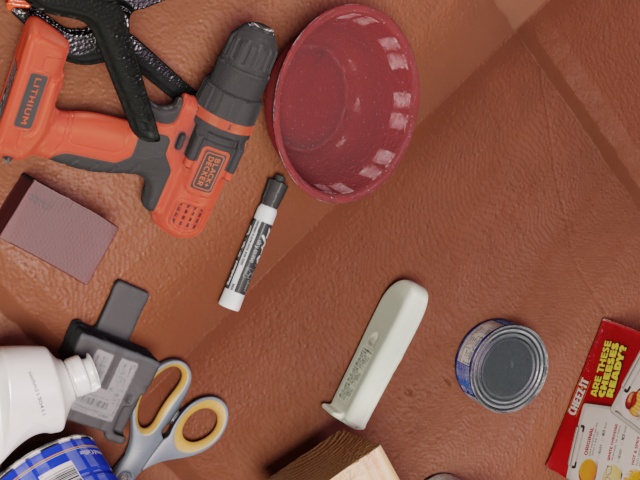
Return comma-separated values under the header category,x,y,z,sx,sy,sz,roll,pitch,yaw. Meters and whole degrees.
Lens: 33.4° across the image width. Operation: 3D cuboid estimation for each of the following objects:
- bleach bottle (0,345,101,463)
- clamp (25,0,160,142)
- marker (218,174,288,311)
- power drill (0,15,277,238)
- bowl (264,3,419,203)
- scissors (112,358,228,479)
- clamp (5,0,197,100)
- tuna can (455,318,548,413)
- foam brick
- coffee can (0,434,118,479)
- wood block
category,x,y,z,sx,sy,sz,roll,pitch,yaw
bleach bottle,-0.280,0.147,0.769,0.250,0.068,0.102,-20,108,-20
clamp,-0.134,-0.186,0.723,0.164,0.036,0.209,-47,123,2
marker,-0.056,0.001,0.907,0.020,0.020,0.121,22,90,-25
power drill,-0.140,-0.103,0.810,0.187,0.057,0.184,17,109,-24
bowl,0.008,-0.114,0.880,0.161,0.055,0.162,-14,111,-40
scissors,-0.147,0.198,0.904,0.096,0.016,0.202,24,89,-25
clamp,-0.151,-0.180,0.822,0.171,0.039,0.120,15,97,-27
tuna can,0.172,0.119,1.016,0.086,0.034,0.086,-4,100,-22
foam brick,-0.205,-0.010,0.824,0.078,0.051,0.053,33,85,-25
coffee can,-0.181,0.234,0.807,0.102,0.103,0.140,-33,68,-15
wood block,0.046,0.272,0.884,0.090,0.091,0.206,-31,99,-18
